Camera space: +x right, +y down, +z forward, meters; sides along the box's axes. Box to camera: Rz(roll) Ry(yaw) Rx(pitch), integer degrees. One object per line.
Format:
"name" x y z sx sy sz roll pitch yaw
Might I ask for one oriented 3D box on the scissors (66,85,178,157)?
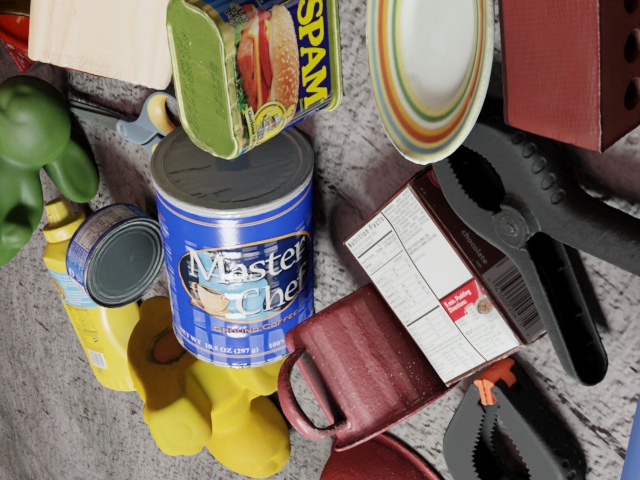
"scissors" -0.145 -0.100 0.828 0.202 0.016 0.096 35 141 31

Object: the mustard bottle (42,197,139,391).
"mustard bottle" -0.215 0.048 1.014 0.096 0.058 0.191 8 124 52

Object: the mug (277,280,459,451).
"mug" 0.021 0.080 0.671 0.081 0.117 0.093 60 146 5

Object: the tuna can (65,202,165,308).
"tuna can" -0.170 0.012 0.896 0.034 0.086 0.086 34 142 34

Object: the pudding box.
"pudding box" 0.073 0.021 0.617 0.113 0.039 0.090 56 149 5

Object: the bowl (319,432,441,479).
"bowl" 0.047 0.224 0.817 0.162 0.055 0.162 35 143 32

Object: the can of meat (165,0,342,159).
"can of meat" -0.038 -0.107 0.611 0.058 0.083 0.102 31 140 36

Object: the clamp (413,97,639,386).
"clamp" 0.109 -0.004 0.545 0.172 0.039 0.120 48 143 26

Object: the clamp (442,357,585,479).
"clamp" 0.118 0.170 0.680 0.165 0.036 0.210 -1 116 43

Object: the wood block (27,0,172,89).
"wood block" -0.107 -0.191 0.596 0.090 0.091 0.206 12 146 -10

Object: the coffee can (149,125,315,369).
"coffee can" -0.055 0.001 0.711 0.103 0.102 0.140 34 141 33
